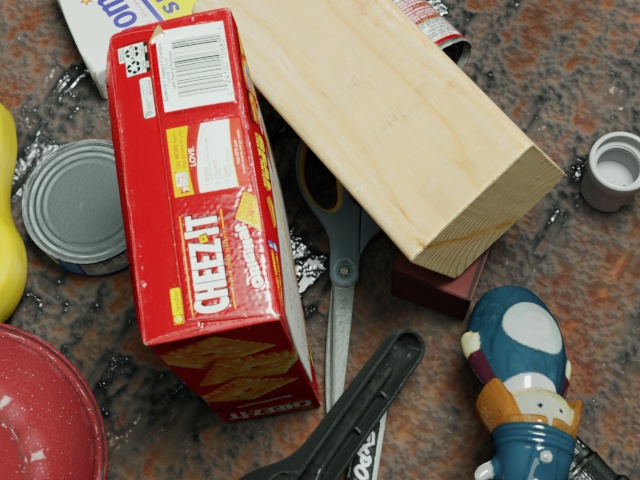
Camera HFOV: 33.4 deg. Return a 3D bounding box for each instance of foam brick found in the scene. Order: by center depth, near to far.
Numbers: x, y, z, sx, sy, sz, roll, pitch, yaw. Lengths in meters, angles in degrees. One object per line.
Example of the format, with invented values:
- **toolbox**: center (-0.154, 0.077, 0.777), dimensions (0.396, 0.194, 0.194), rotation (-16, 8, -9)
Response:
- **foam brick**: center (0.080, 0.002, 0.669), dimensions (0.051, 0.053, 0.078), rotation (19, 72, 9)

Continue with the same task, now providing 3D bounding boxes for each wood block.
- **wood block**: center (0.031, -0.086, 0.619), dimensions (0.090, 0.090, 0.206), rotation (-45, 68, 11)

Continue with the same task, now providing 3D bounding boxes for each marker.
- **marker**: center (0.028, 0.128, 0.645), dimensions (0.020, 0.020, 0.121), rotation (9, 71, 6)

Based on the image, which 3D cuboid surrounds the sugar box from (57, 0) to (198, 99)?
- **sugar box**: center (-0.092, -0.178, 0.744), dimensions (0.176, 0.048, 0.093), rotation (-25, 72, -7)

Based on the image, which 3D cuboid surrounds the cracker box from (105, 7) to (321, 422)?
- **cracker box**: center (-0.054, 0.001, 0.591), dimensions (0.072, 0.213, 0.164), rotation (-11, 70, 1)

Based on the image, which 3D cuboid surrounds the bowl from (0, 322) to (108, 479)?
- **bowl**: center (-0.207, 0.128, 0.611), dimensions (0.162, 0.055, 0.162), rotation (0, 92, -1)

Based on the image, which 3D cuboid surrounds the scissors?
- **scissors**: center (0.033, 0.011, 0.688), dimensions (0.096, 0.016, 0.202), rotation (-11, 71, -1)

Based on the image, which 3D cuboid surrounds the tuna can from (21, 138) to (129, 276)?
- **tuna can**: center (-0.148, -0.021, 0.698), dimensions (0.086, 0.034, 0.086), rotation (-1, 71, 3)

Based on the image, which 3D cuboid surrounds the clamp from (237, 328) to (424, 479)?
- **clamp**: center (-0.009, 0.151, 0.584), dimensions (0.210, 0.164, 0.036), rotation (-40, 112, 8)
